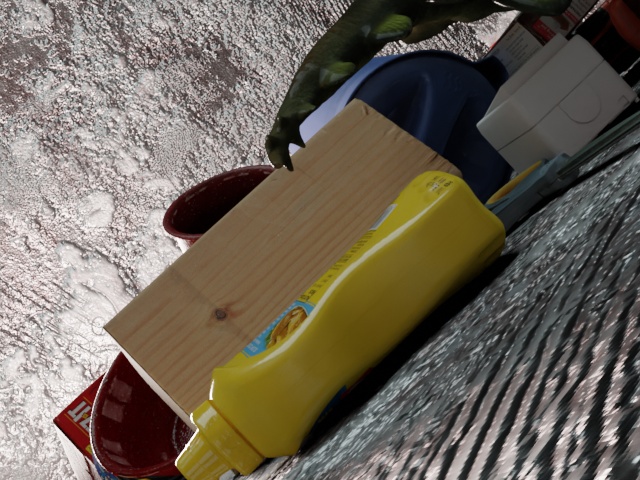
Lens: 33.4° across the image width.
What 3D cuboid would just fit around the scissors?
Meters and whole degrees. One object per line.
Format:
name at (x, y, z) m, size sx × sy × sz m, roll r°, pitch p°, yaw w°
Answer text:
scissors at (0.110, -0.021, 0.562) m, size 0.096 × 0.016 × 0.202 m, roll -45°, pitch 0°, yaw -4°

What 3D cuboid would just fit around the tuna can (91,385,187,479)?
tuna can at (-0.134, 0.159, 0.832) m, size 0.086 × 0.086 × 0.034 m, roll -43°, pitch -2°, yaw -36°

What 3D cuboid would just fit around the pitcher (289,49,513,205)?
pitcher at (0.039, -0.078, 0.845) m, size 0.149 × 0.145 × 0.243 m, roll -2°, pitch 10°, yaw -14°

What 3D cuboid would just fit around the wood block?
wood block at (-0.014, 0.025, 0.640) m, size 0.206 × 0.091 × 0.090 m, roll -43°, pitch -30°, yaw -14°

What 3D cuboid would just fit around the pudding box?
pudding box at (0.165, -0.162, 0.768) m, size 0.090 × 0.039 × 0.113 m, roll -50°, pitch -2°, yaw -7°

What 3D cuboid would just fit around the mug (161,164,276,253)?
mug at (-0.055, 0.001, 0.747) m, size 0.093 × 0.081 × 0.117 m, roll -24°, pitch 28°, yaw -8°

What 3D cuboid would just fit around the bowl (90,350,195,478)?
bowl at (-0.090, 0.111, 0.780) m, size 0.162 × 0.055 × 0.162 m, roll -27°, pitch 39°, yaw 23°

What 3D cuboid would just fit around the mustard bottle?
mustard bottle at (0.004, 0.049, 0.529) m, size 0.191 × 0.058 × 0.096 m, roll -43°, pitch 2°, yaw -8°
